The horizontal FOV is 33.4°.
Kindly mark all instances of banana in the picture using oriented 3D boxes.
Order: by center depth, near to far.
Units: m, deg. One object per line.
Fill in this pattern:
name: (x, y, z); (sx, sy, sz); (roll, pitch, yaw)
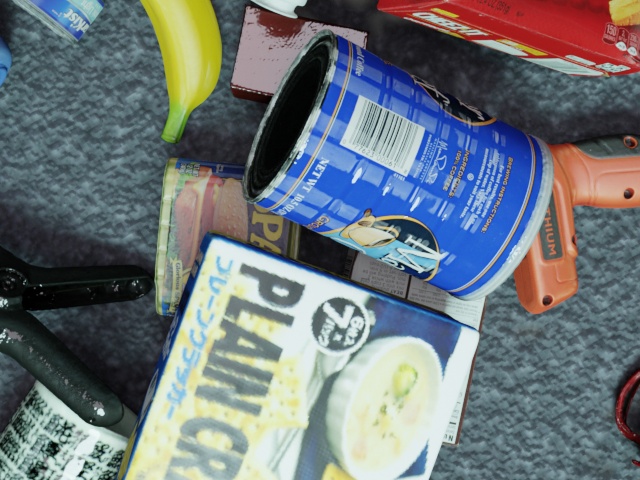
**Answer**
banana: (-0.103, -0.149, 0.618); (0.037, 0.197, 0.069); (8, 51, 36)

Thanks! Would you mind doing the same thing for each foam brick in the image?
foam brick: (-0.013, -0.108, 0.653); (0.078, 0.053, 0.051); (12, 91, -2)

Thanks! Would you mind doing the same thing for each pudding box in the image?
pudding box: (0.052, 0.065, 0.666); (0.090, 0.039, 0.113); (12, 92, -3)

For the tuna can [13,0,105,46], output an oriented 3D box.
tuna can: (-0.170, -0.155, 0.632); (0.086, 0.086, 0.034); (37, 89, -2)

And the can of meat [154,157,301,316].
can of meat: (-0.054, 0.001, 0.653); (0.084, 0.057, 0.102); (6, 91, 0)

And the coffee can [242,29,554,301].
coffee can: (0.042, -0.039, 0.591); (0.140, 0.103, 0.103); (24, 90, -17)

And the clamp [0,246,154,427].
clamp: (-0.177, 0.032, 0.622); (0.171, 0.120, 0.039); (28, 122, -8)
